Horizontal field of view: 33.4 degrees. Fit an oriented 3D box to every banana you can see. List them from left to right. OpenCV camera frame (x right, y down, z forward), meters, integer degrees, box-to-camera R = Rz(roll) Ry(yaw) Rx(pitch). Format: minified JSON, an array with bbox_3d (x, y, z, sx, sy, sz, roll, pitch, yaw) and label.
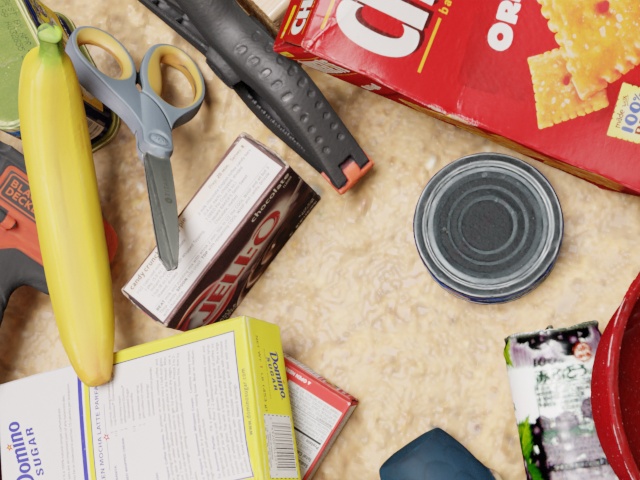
[{"bbox_3d":[-0.141,-0.020,0.586,0.037,0.069,0.198,-7,106,-5],"label":"banana"}]

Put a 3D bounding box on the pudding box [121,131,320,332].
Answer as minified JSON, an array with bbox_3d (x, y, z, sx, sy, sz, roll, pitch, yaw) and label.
[{"bbox_3d":[-0.054,0.001,0.612,0.039,0.090,0.113,35,89,13],"label":"pudding box"}]

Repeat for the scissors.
[{"bbox_3d":[-0.108,-0.063,0.591,0.096,0.201,0.016,25,123,-14],"label":"scissors"}]

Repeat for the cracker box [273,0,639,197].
[{"bbox_3d":[0.106,-0.134,0.557,0.213,0.072,0.164,20,93,-17],"label":"cracker box"}]

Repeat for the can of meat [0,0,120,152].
[{"bbox_3d":[-0.177,-0.104,0.652,0.057,0.084,0.102,-30,78,5],"label":"can of meat"}]

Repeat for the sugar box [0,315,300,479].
[{"bbox_3d":[-0.101,0.109,0.605,0.176,0.048,0.093,-17,70,26],"label":"sugar box"}]

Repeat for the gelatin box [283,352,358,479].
[{"bbox_3d":[-0.032,0.112,0.623,0.073,0.030,0.089,31,92,13],"label":"gelatin box"}]

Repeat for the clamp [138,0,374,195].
[{"bbox_3d":[-0.052,-0.112,0.624,0.036,0.165,0.210,-44,100,-6],"label":"clamp"}]

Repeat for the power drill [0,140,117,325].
[{"bbox_3d":[-0.228,0.018,0.597,0.184,0.057,0.187,38,70,-22],"label":"power drill"}]

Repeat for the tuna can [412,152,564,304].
[{"bbox_3d":[0.096,-0.007,0.613,0.086,0.033,0.086,-1,82,10],"label":"tuna can"}]
